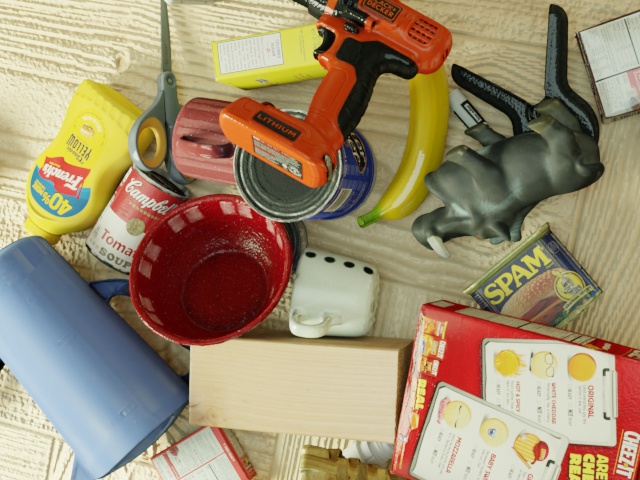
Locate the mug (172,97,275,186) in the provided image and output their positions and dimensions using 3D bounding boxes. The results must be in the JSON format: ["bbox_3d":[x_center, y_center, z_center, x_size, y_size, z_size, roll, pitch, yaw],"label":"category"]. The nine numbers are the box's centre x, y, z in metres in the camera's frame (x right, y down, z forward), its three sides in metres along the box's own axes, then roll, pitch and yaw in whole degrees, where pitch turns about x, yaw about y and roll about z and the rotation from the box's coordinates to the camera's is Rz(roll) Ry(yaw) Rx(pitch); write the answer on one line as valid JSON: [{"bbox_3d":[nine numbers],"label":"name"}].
[{"bbox_3d":[-0.099,-0.095,1.054,0.082,0.117,0.093,11,107,20],"label":"mug"}]

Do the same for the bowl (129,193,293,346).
[{"bbox_3d":[-0.100,0.037,1.031,0.162,0.055,0.162,-6,61,10],"label":"bowl"}]

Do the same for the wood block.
[{"bbox_3d":[-0.016,0.139,1.050,0.206,0.090,0.091,2,92,16],"label":"wood block"}]

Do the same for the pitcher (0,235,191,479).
[{"bbox_3d":[-0.241,0.108,1.084,0.243,0.149,0.145,48,121,4],"label":"pitcher"}]

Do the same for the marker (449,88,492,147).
[{"bbox_3d":[0.164,-0.095,1.027,0.020,0.020,0.121,-41,81,13],"label":"marker"}]

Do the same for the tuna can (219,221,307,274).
[{"bbox_3d":[-0.057,0.001,1.085,0.086,0.033,0.086,1,92,16],"label":"tuna can"}]

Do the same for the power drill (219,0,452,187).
[{"bbox_3d":[-0.005,-0.153,0.923,0.184,0.057,0.187,31,74,15],"label":"power drill"}]

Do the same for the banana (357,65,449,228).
[{"bbox_3d":[0.092,-0.101,1.022,0.037,0.069,0.198,28,109,46],"label":"banana"}]

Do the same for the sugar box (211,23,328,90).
[{"bbox_3d":[-0.007,-0.181,1.034,0.176,0.093,0.048,-4,91,16],"label":"sugar box"}]

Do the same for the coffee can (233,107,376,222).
[{"bbox_3d":[-0.011,-0.069,1.014,0.103,0.140,0.103,1,92,16],"label":"coffee can"}]

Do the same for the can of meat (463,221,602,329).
[{"bbox_3d":[0.201,0.047,1.003,0.102,0.057,0.084,-41,84,14],"label":"can of meat"}]

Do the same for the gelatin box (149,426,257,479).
[{"bbox_3d":[-0.123,0.236,1.114,0.089,0.030,0.073,-33,85,15],"label":"gelatin box"}]

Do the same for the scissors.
[{"bbox_3d":[-0.169,-0.153,1.087,0.016,0.096,0.202,-13,91,40],"label":"scissors"}]

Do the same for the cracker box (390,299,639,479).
[{"bbox_3d":[0.182,0.156,0.948,0.214,0.072,0.164,13,99,26],"label":"cracker box"}]

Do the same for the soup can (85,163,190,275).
[{"bbox_3d":[-0.190,-0.023,1.104,0.068,0.068,0.102,37,101,11],"label":"soup can"}]

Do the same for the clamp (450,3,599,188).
[{"bbox_3d":[0.200,-0.122,1.007,0.120,0.039,0.171,-20,89,30],"label":"clamp"}]

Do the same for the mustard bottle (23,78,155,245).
[{"bbox_3d":[-0.258,-0.067,1.126,0.096,0.058,0.192,38,102,19],"label":"mustard bottle"}]
